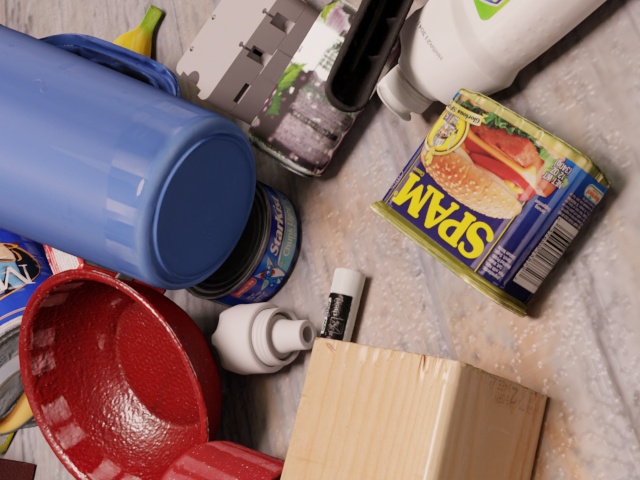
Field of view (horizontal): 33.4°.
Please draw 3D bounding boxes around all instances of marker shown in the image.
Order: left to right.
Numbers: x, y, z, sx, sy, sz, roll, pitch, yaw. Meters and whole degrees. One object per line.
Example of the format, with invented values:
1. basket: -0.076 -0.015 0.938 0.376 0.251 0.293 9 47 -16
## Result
1. marker: 0.004 0.076 0.622 0.020 0.020 0.121 4 76 43

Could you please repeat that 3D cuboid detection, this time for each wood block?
1. wood block: 0.031 0.160 0.516 0.091 0.090 0.206 5 77 42

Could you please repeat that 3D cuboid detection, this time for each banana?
1. banana: -0.127 -0.100 0.799 0.070 0.037 0.198 -43 50 22

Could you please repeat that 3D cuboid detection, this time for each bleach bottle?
1. bleach bottle: 0.124 -0.164 0.583 0.251 0.068 0.102 -43 45 25

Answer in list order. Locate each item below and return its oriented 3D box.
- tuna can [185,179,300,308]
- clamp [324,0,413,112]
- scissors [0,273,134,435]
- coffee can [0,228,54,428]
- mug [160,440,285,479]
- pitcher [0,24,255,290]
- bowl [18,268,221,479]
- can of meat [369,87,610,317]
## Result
1. tuna can: -0.055 0.001 0.695 0.086 0.033 0.086 -18 62 36
2. clamp: 0.064 -0.181 0.597 0.165 0.036 0.210 -47 20 36
3. scissors: -0.146 0.067 0.734 0.201 0.096 0.016 -42 44 -2
4. coffee can: -0.228 0.053 0.782 0.103 0.102 0.140 -53 47 12
5. mug: -0.038 0.169 0.586 0.082 0.093 0.117 9 116 48
6. pitcher: -0.157 -0.063 0.683 0.243 0.144 0.149 21 91 29
7. bowl: -0.116 0.088 0.672 0.162 0.055 0.162 13 114 33
8. can of meat: 0.089 -0.023 0.561 0.084 0.057 0.102 -55 47 6
